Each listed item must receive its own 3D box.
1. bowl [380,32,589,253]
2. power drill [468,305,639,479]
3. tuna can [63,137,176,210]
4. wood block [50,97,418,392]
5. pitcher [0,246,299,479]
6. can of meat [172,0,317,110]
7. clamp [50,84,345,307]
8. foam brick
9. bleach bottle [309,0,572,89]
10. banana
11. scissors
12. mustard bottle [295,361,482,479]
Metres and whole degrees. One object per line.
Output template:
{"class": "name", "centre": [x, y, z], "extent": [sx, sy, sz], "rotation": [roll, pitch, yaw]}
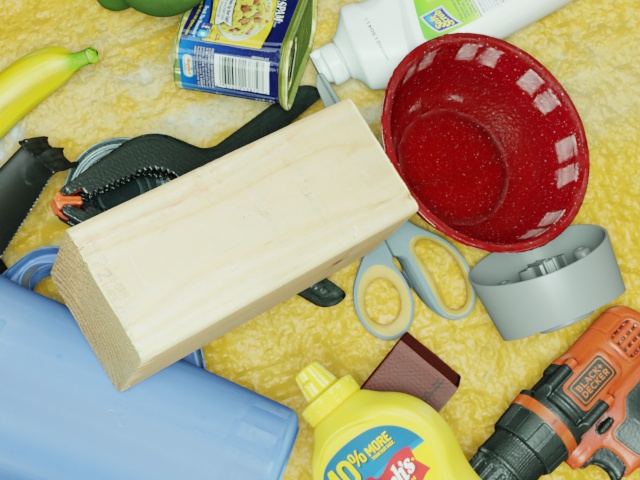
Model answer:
{"class": "bowl", "centre": [0.106, -0.061, 0.749], "extent": [0.162, 0.055, 0.162], "rotation": [6, 71, -19]}
{"class": "power drill", "centre": [0.208, 0.163, 0.717], "extent": [0.188, 0.057, 0.184], "rotation": [45, 76, 6]}
{"class": "tuna can", "centre": [-0.144, -0.032, 0.783], "extent": [0.086, 0.034, 0.086], "rotation": [0, 82, 3]}
{"class": "wood block", "centre": [-0.054, 0.001, 0.677], "extent": [0.205, 0.091, 0.090], "rotation": [-28, 82, -27]}
{"class": "pitcher", "centre": [-0.139, 0.114, 0.722], "extent": [0.243, 0.145, 0.149], "rotation": [21, 106, 2]}
{"class": "can of meat", "centre": [-0.053, -0.146, 0.768], "extent": [0.084, 0.057, 0.102], "rotation": [10, 48, 7]}
{"class": "clamp", "centre": [-0.081, -0.039, 0.753], "extent": [0.209, 0.036, 0.164], "rotation": [4, 78, -19]}
{"class": "foam brick", "centre": [0.053, 0.111, 0.739], "extent": [0.053, 0.051, 0.078], "rotation": [40, 96, 6]}
{"class": "bleach bottle", "centre": [0.105, -0.189, 0.781], "extent": [0.251, 0.068, 0.102], "rotation": [-28, 78, 1]}
{"class": "banana", "centre": [-0.248, -0.081, 0.779], "extent": [0.197, 0.070, 0.037], "rotation": [-46, 114, -8]}
{"class": "scissors", "centre": [0.030, -0.014, 0.768], "extent": [0.096, 0.016, 0.202], "rotation": [-41, 91, 2]}
{"class": "mustard bottle", "centre": [0.051, 0.155, 0.678], "extent": [0.096, 0.058, 0.192], "rotation": [-45, 79, 21]}
